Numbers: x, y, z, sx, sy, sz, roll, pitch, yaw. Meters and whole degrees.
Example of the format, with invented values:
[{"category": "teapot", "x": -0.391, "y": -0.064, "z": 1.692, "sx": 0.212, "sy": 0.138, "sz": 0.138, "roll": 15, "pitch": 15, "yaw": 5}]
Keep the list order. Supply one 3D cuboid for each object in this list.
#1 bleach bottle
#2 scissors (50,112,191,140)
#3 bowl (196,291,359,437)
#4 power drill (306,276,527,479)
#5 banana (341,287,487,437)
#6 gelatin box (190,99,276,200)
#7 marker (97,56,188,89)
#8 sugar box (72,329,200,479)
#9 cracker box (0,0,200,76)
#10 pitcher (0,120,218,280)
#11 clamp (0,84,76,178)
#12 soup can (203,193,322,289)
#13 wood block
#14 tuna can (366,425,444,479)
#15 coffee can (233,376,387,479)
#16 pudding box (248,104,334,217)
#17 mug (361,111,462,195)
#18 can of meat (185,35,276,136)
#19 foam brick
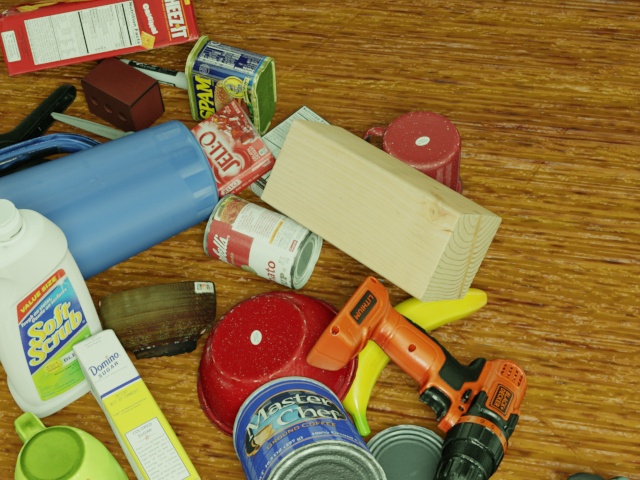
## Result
[{"category": "bleach bottle", "x": -0.255, "y": 0.057, "z": 0.935, "sx": 0.102, "sy": 0.251, "sz": 0.068, "roll": -32, "pitch": 58, "yaw": -18}, {"category": "scissors", "x": -0.201, "y": -0.092, "z": 1.169, "sx": 0.201, "sy": 0.016, "sz": 0.096, "roll": 5, "pitch": 60, "yaw": -4}, {"category": "bowl", "x": -0.049, "y": 0.104, "z": 0.987, "sx": 0.162, "sy": 0.055, "sz": 0.162, "roll": -11, "pitch": 51, "yaw": 13}, {"category": "power drill", "x": 0.083, "y": 0.128, "z": 0.926, "sx": 0.187, "sy": 0.057, "sz": 0.184, "roll": 37, "pitch": 36, "yaw": 3}, {"category": "banana", "x": 0.077, "y": 0.099, "z": 1.019, "sx": 0.069, "sy": 0.037, "sz": 0.197, "roll": 43, "pitch": 67, "yaw": 5}, {"category": "gelatin box", "x": -0.097, "y": -0.095, "z": 1.128, "sx": 0.073, "sy": 0.030, "sz": 0.089, "roll": -35, "pitch": 60, "yaw": 2}, {"category": "marker", "x": -0.209, "y": -0.201, "z": 1.265, "sx": 0.121, "sy": 0.020, "sz": 0.020, "roll": 15, "pitch": 56, "yaw": 14}, {"category": "sugar box", "x": -0.157, "y": 0.169, "z": 0.944, "sx": 0.048, "sy": 0.093, "sz": 0.176, "roll": -25, "pitch": 57, "yaw": -15}, {"category": "cracker box", "x": -0.251, "y": -0.251, "z": 1.225, "sx": 0.213, "sy": 0.072, "sz": 0.164, "roll": -12, "pitch": 17, "yaw": -4}, {"category": "pitcher", "x": -0.235, "y": -0.038, "z": 1.068, "sx": 0.242, "sy": 0.149, "sz": 0.145, "roll": -25, "pitch": 17, "yaw": -17}, {"category": "clamp", "x": -0.335, "y": -0.084, "z": 1.176, "sx": 0.209, "sy": 0.036, "sz": 0.165, "roll": -26, "pitch": 56, "yaw": -20}, {"category": "soup can", "x": -0.057, "y": 0.001, "z": 1.077, "sx": 0.102, "sy": 0.068, "sz": 0.068, "roll": 21, "pitch": 58, "yaw": 17}, {"category": "wood block", "x": 0.056, "y": -0.031, "z": 1.029, "sx": 0.206, "sy": 0.090, "sz": 0.091, "roll": 32, "pitch": 106, "yaw": 30}, {"category": "tuna can", "x": 0.076, "y": 0.208, "z": 0.937, "sx": 0.086, "sy": 0.034, "sz": 0.086, "roll": -2, "pitch": 54, "yaw": 2}, {"category": "coffee can", "x": -0.012, "y": 0.184, "z": 0.879, "sx": 0.102, "sy": 0.103, "sz": 0.140, "roll": -17, "pitch": 16, "yaw": -9}, {"category": "pudding box", "x": -0.025, "y": -0.086, "z": 1.157, "sx": 0.113, "sy": 0.039, "sz": 0.090, "roll": -38, "pitch": 58, "yaw": -24}, {"category": "mug", "x": 0.095, "y": -0.086, "z": 1.122, "sx": 0.117, "sy": 0.081, "sz": 0.093, "roll": 28, "pitch": 60, "yaw": 22}, {"category": "can of meat", "x": -0.097, "y": -0.169, "z": 1.185, "sx": 0.084, "sy": 0.102, "sz": 0.057, "roll": 18, "pitch": 56, "yaw": 13}, {"category": "foam brick", "x": -0.226, "y": -0.165, "z": 1.219, "sx": 0.078, "sy": 0.053, "sz": 0.051, "roll": 29, "pitch": 60, "yaw": 23}]
